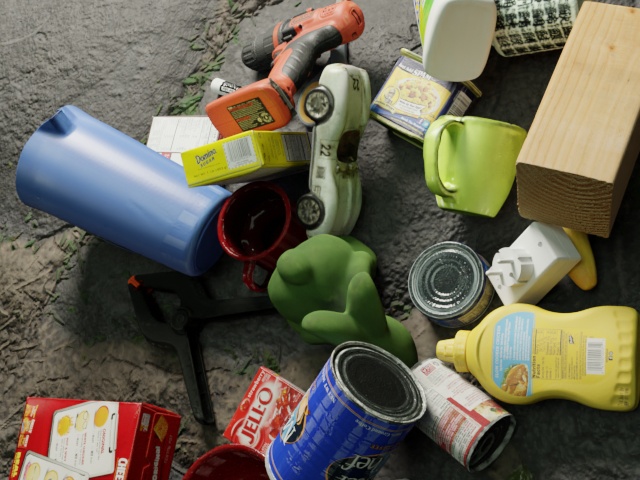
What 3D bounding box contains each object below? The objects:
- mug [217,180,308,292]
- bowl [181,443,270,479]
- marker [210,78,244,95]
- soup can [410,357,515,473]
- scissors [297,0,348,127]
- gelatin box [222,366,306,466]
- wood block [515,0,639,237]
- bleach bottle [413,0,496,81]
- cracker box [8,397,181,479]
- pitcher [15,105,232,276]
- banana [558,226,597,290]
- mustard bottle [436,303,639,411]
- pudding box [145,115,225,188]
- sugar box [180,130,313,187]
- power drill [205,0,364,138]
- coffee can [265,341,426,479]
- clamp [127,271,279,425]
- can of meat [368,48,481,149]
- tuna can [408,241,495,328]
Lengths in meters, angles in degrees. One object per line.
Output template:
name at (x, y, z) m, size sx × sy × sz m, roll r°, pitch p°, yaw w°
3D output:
mug at (-0.058, 0.001, 1.196) m, size 0.093 × 0.081 × 0.117 m, roll 3°, pitch 74°, yaw 30°
bowl at (-0.079, 0.295, 1.109) m, size 0.162 × 0.055 × 0.162 m, roll -10°, pitch 72°, yaw 33°
marker at (-0.086, -0.176, 1.314) m, size 0.121 × 0.020 × 0.020 m, roll 22°, pitch 84°, yaw 33°
soup can at (0.129, 0.168, 1.041) m, size 0.102 × 0.068 × 0.068 m, roll 36°, pitch 91°, yaw 34°
scissors at (0.006, -0.218, 1.280) m, size 0.096 × 0.016 × 0.202 m, roll -22°, pitch 63°, yaw 21°
gelatin box at (-0.054, 0.193, 1.155) m, size 0.073 × 0.030 × 0.089 m, roll 28°, pitch 87°, yaw 34°
wood block at (0.262, -0.118, 1.017) m, size 0.090 × 0.091 × 0.206 m, roll 15°, pitch 62°, yaw 22°
bleach bottle at (0.132, -0.283, 1.174) m, size 0.068 × 0.103 × 0.251 m, roll 3°, pitch 39°, yaw -9°
cracker box at (-0.261, 0.265, 1.194) m, size 0.214 × 0.072 × 0.164 m, roll -5°, pitch 68°, yaw 41°
pitcher at (-0.224, -0.047, 1.263) m, size 0.243 × 0.149 × 0.145 m, roll 26°, pitch 97°, yaw 15°
banana at (0.259, -0.049, 1.067) m, size 0.070 × 0.037 × 0.198 m, roll 8°, pitch 76°, yaw 31°
mustard bottle at (0.204, 0.109, 1.016) m, size 0.192 × 0.058 × 0.096 m, roll 0°, pitch 82°, yaw 23°
pudding box at (-0.165, -0.108, 1.322) m, size 0.114 × 0.039 × 0.090 m, roll 4°, pitch 74°, yaw 28°
sugar box at (-0.069, -0.091, 1.180) m, size 0.093 × 0.176 × 0.048 m, roll -13°, pitch 92°, yaw 23°
power drill at (-0.054, -0.194, 1.222) m, size 0.185 × 0.057 × 0.187 m, roll -13°, pitch 35°, yaw 43°
coffee can at (0.023, 0.182, 1.022) m, size 0.103 × 0.102 × 0.140 m, roll 52°, pitch 125°, yaw 32°
clamp at (-0.144, 0.089, 1.238) m, size 0.210 × 0.036 × 0.164 m, roll 41°, pitch 94°, yaw 33°
can of meat at (0.112, -0.151, 1.174) m, size 0.102 × 0.057 × 0.084 m, roll 33°, pitch 92°, yaw 34°
tuna can at (0.135, 0.045, 1.103) m, size 0.086 × 0.033 × 0.086 m, roll -10°, pitch 68°, yaw 26°
